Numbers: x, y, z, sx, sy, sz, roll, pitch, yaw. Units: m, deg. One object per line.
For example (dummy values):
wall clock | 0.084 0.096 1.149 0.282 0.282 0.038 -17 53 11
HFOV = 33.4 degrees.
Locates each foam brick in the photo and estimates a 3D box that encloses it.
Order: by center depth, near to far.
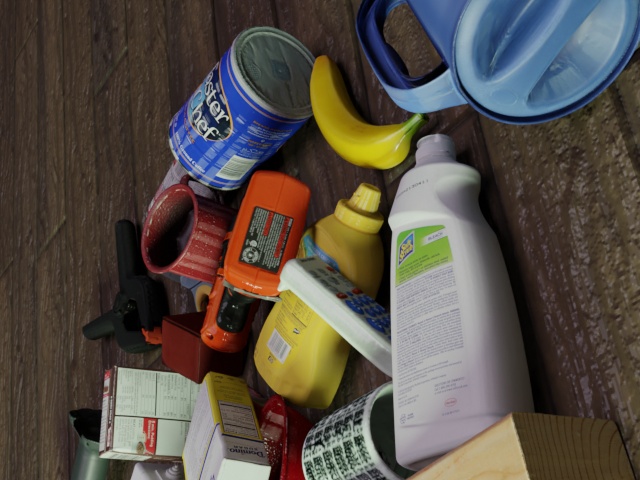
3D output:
foam brick | -0.119 0.107 1.077 0.078 0.052 0.051 17 108 52

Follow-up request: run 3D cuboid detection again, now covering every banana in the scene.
banana | 0.032 -0.107 0.942 0.069 0.037 0.198 -55 36 5

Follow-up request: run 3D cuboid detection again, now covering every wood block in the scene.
wood block | 0.098 0.194 0.681 0.206 0.090 0.090 -44 46 42

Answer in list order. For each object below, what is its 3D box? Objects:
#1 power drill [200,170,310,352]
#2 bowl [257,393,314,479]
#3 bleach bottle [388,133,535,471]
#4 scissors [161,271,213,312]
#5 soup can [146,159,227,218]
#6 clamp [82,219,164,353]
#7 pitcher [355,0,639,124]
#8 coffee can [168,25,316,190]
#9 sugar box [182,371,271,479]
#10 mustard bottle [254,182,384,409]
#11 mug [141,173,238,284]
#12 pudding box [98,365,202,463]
power drill | -0.056 0.001 0.965 0.188 0.057 0.184 125 159 -71
bowl | -0.028 0.211 0.880 0.162 0.055 0.162 -167 90 -77
bleach bottle | 0.096 0.034 0.764 0.103 0.068 0.251 -25 55 39
scissors | -0.135 0.028 1.179 0.202 0.016 0.096 41 113 54
soup can | -0.139 -0.055 1.163 0.102 0.068 0.068 -56 38 31
clamp | -0.237 0.086 1.302 0.210 0.036 0.165 46 118 53
pitcher | 0.104 -0.193 0.757 0.243 0.149 0.145 -115 34 -49
coffee can | -0.074 -0.128 1.049 0.141 0.102 0.103 -41 47 45
sugar box | -0.083 0.190 0.913 0.176 0.048 0.093 -127 51 -69
mustard bottle | 0.007 0.040 0.907 0.096 0.058 0.192 45 118 52
mug | -0.122 -0.013 1.086 0.093 0.081 0.117 -25 57 40
pudding box | -0.164 0.177 1.084 0.039 0.113 0.090 -30 55 56
